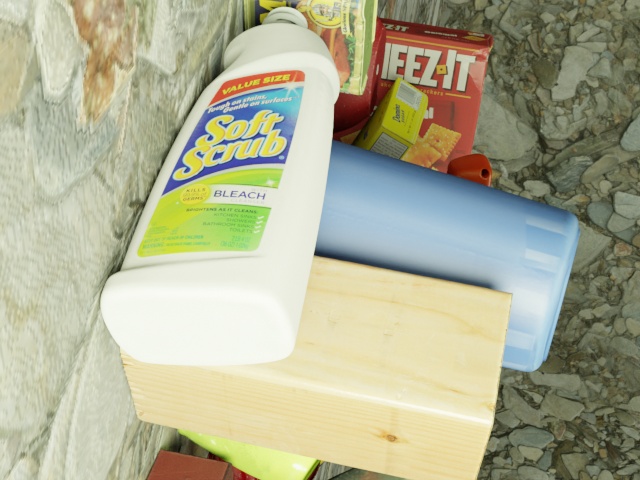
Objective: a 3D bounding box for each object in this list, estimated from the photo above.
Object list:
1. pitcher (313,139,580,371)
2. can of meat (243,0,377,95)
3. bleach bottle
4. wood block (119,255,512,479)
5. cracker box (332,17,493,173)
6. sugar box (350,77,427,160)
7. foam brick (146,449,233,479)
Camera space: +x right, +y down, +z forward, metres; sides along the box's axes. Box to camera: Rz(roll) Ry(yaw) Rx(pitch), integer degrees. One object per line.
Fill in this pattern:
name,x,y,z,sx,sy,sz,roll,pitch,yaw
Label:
pitcher,0.045,0.003,0.724,0.145,0.243,0.149,89,21,-51
can of meat,-0.006,-0.154,0.749,0.102,0.084,0.057,92,12,-49
bleach bottle,-0.046,-0.048,0.619,0.068,0.103,0.250,76,17,-47
wood block,-0.001,0.070,0.628,0.091,0.206,0.090,91,13,-53
cracker box,0.099,-0.139,1.232,0.072,0.164,0.214,-67,166,-65
sugar box,0.048,-0.082,1.145,0.176,0.048,0.093,-50,-167,42
foam brick,-0.092,0.186,0.699,0.078,0.051,0.053,-70,168,-48
